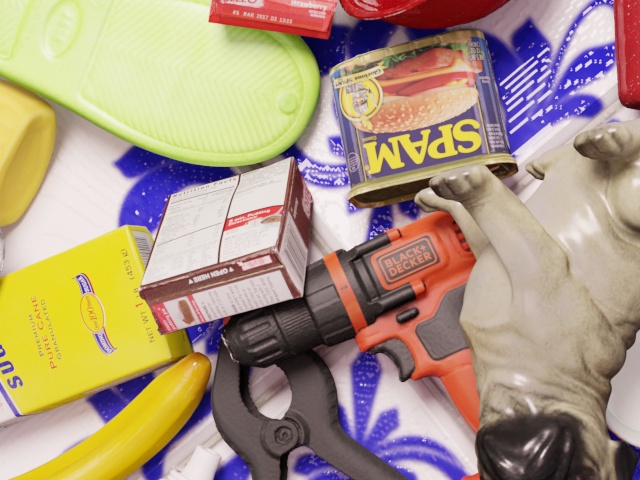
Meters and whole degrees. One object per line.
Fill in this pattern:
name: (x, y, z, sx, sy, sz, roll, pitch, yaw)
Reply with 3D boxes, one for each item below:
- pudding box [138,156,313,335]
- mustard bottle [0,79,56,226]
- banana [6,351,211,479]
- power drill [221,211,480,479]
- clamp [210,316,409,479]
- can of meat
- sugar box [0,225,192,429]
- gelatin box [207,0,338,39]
pudding box: (-0.054, 0.001, 0.642, 0.090, 0.113, 0.039, -17, 118, 14)
mustard bottle: (-0.273, -0.094, 0.729, 0.192, 0.058, 0.096, 33, 115, 15)
banana: (-0.147, 0.138, 0.677, 0.197, 0.069, 0.037, -30, 63, -4)
power drill: (0.056, 0.086, 0.617, 0.184, 0.057, 0.188, -25, 79, 1)
clamp: (-0.008, 0.121, 0.658, 0.120, 0.039, 0.171, -17, 83, 0)
can of meat: (0.060, -0.072, 0.643, 0.102, 0.057, 0.084, -12, 80, 13)
sugar box: (-0.181, 0.063, 0.703, 0.176, 0.048, 0.093, -22, 81, 11)
gelatin box: (-0.028, -0.161, 0.648, 0.073, 0.089, 0.030, 8, 132, -8)
